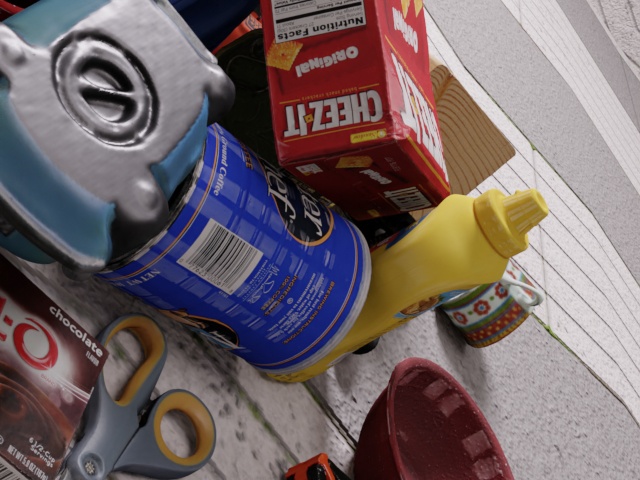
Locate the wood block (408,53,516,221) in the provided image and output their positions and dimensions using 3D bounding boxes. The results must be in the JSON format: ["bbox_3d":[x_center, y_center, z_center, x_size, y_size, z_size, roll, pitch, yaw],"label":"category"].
[{"bbox_3d":[0.086,-0.090,0.876,0.090,0.091,0.206,49,10,-8],"label":"wood block"}]

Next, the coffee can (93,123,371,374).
[{"bbox_3d":[-0.054,0.001,0.583,0.140,0.103,0.103,36,35,-40],"label":"coffee can"}]

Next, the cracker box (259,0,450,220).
[{"bbox_3d":[0.020,-0.133,0.620,0.164,0.072,0.214,28,53,-71],"label":"cracker box"}]

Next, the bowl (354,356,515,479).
[{"bbox_3d":[0.070,0.160,0.695,0.162,0.055,0.162,42,31,-33],"label":"bowl"}]

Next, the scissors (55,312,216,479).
[{"bbox_3d":[-0.094,0.113,0.493,0.096,0.016,0.201,47,28,-24],"label":"scissors"}]

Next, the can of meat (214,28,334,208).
[{"bbox_3d":[-0.022,-0.076,0.702,0.083,0.058,0.102,26,42,-56],"label":"can of meat"}]

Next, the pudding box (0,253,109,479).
[{"bbox_3d":[-0.148,0.046,0.439,0.113,0.039,0.090,49,27,-22],"label":"pudding box"}]

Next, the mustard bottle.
[{"bbox_3d":[0.052,0.022,0.648,0.058,0.192,0.096,63,26,7],"label":"mustard bottle"}]
